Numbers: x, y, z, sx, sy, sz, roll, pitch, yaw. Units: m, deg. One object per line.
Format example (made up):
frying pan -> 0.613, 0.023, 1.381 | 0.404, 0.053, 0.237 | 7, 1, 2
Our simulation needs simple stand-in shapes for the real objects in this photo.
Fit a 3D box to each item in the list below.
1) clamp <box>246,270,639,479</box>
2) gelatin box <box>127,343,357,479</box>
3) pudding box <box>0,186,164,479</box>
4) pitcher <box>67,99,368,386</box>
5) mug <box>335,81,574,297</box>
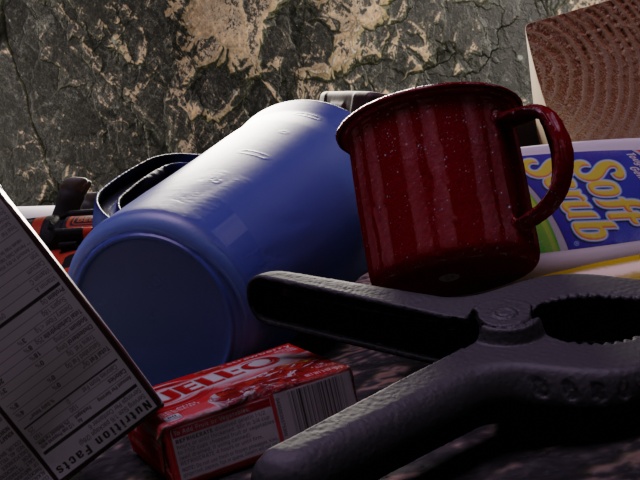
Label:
clamp -> 0.067, 0.049, 0.410 | 0.210, 0.036, 0.164 | -3, 23, 4
gelatin box -> -0.037, 0.074, 0.472 | 0.089, 0.030, 0.073 | -15, 8, -21
pudding box -> -0.130, 0.048, 0.422 | 0.090, 0.113, 0.039 | -37, 14, -13
pitcher -> -0.054, 0.001, 0.634 | 0.149, 0.145, 0.242 | -29, 5, 26
mug -> 0.068, -0.023, 0.506 | 0.117, 0.081, 0.093 | -21, -21, 37
